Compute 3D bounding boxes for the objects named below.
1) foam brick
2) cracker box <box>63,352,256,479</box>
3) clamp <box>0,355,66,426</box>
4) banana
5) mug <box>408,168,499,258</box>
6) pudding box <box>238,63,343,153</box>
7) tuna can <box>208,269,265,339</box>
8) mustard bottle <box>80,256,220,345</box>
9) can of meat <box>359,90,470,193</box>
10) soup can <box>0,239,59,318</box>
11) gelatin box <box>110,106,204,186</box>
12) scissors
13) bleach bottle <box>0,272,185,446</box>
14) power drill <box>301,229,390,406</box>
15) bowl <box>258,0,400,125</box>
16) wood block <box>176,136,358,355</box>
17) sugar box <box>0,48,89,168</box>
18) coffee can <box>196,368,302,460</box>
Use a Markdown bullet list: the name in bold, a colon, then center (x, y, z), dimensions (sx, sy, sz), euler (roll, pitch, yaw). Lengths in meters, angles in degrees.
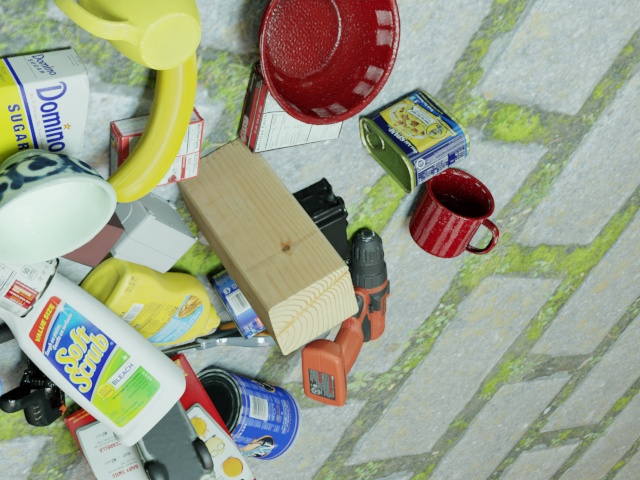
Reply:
- **foam brick**: center (-0.233, -0.023, 1.019), dimensions (0.051, 0.078, 0.052), euler (-46, 145, 15)
- **cracker box**: center (-0.185, 0.269, 1.285), dimensions (0.164, 0.214, 0.072), euler (-29, 169, -14)
- **clamp**: center (-0.308, 0.160, 1.151), dimensions (0.039, 0.120, 0.171), euler (10, 142, 9)
- **banana**: center (-0.151, -0.112, 0.983), dimensions (0.069, 0.037, 0.198), euler (17, 101, -49)
- **mug**: center (0.173, -0.025, 1.358), dimensions (0.093, 0.117, 0.082), euler (-46, 166, -47)
- **pudding box**: center (-0.024, -0.142, 1.105), dimensions (0.113, 0.039, 0.090), euler (-12, 138, -30)
- **tuna can**: center (-0.096, 0.073, 1.249), dimensions (0.033, 0.086, 0.086), euler (-31, 146, -7)
- **mustard bottle**: center (-0.180, 0.075, 1.199), dimensions (0.096, 0.058, 0.191), euler (-47, 145, 16)
- **can of meat**: center (0.106, -0.114, 1.200), dimensions (0.083, 0.102, 0.057), euler (-30, 145, -14)
- **soup can**: center (-0.300, 0.018, 0.976), dimensions (0.102, 0.068, 0.069), euler (34, 108, -21)
- **gelatin box**: center (-0.161, -0.089, 1.049), dimensions (0.089, 0.030, 0.073), euler (-17, 139, -27)
- **scissors**: center (-0.119, 0.122, 1.263), dimensions (0.201, 0.096, 0.016), euler (-17, 110, -59)
- **bleach bottle**: center (-0.257, 0.101, 1.082), dimensions (0.102, 0.068, 0.250), euler (-45, 117, 4)
- **power drill**: center (0.037, 0.102, 1.354), dimensions (0.184, 0.057, 0.187), euler (85, 28, -42)
- **bowl**: center (-0.002, -0.194, 1.020), dimensions (0.161, 0.055, 0.162), euler (-15, 117, -31)
- **wood block**: center (-0.057, 0.001, 1.092), dimensions (0.090, 0.206, 0.090), euler (-30, 145, -11)
- **sugar box**: center (-0.286, -0.103, 0.903), dimensions (0.175, 0.048, 0.093), euler (-14, 142, -28)
- **coffee can**: center (-0.104, 0.233, 1.414), dimensions (0.103, 0.103, 0.140), euler (-46, 145, 12)
